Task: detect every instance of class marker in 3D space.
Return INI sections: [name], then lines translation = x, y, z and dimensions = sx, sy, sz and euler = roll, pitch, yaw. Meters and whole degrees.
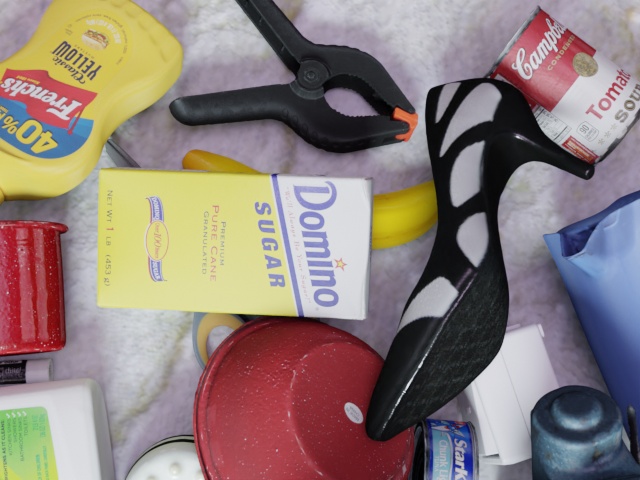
[marker]
translation = -0.240, 0.090, 0.709
dimensions = 0.121, 0.020, 0.020
euler = -2, 79, -4

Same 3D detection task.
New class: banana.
[banana]
translation = 0.001, -0.026, 0.743
dimensions = 0.197, 0.037, 0.069
euler = 4, 50, -6

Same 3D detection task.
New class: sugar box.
[sugar box]
translation = -0.055, 0.001, 0.696
dimensions = 0.176, 0.048, 0.093
euler = 2, 95, 7

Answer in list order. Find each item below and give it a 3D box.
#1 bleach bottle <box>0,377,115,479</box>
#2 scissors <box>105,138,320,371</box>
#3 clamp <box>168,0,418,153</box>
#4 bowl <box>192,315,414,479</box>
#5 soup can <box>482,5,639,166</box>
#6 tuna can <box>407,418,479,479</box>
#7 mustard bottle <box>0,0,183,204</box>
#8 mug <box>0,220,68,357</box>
[bleach bottle]
translation = -0.261, 0.153, 0.675
dimensions = 0.250, 0.068, 0.102
euler = -9, 80, -3
[scissors]
translation = -0.093, 0.023, 0.734
dimensions = 0.202, 0.016, 0.096
euler = 35, 79, 3
[clamp]
translation = -0.011, -0.120, 0.757
dimensions = 0.171, 0.039, 0.120
euler = 14, 79, -6
[bowl]
translation = 0.004, 0.115, 0.665
dimensions = 0.161, 0.055, 0.162
euler = 16, 60, -30
[soup can]
translation = 0.172, -0.107, 0.751
dimensions = 0.102, 0.068, 0.068
euler = 38, 79, 3
[tuna can]
translation = 0.077, 0.158, 0.685
dimensions = 0.033, 0.086, 0.086
euler = 6, 79, -1
[mustard bottle]
translation = -0.182, -0.084, 0.705
dimensions = 0.096, 0.058, 0.191
euler = 35, 65, 4
[mug]
translation = -0.218, 0.035, 0.692
dimensions = 0.117, 0.093, 0.081
euler = -7, 84, 19
